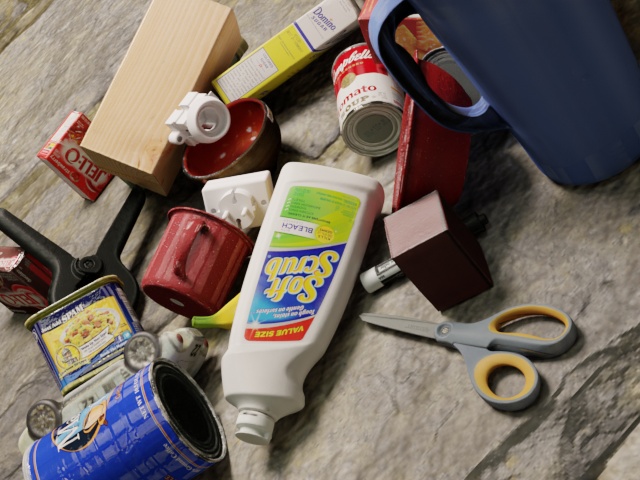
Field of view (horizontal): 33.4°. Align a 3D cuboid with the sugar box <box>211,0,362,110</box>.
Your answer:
[{"bbox_3d":[-0.032,-0.211,1.189,0.176,0.048,0.093,-31,4,12],"label":"sugar box"}]

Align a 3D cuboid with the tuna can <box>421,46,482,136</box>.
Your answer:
[{"bbox_3d":[0.129,-0.138,0.967,0.086,0.086,0.033,4,25,44],"label":"tuna can"}]

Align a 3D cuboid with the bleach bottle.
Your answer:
[{"bbox_3d":[-0.019,0.056,0.922,0.102,0.068,0.250,12,63,5],"label":"bleach bottle"}]

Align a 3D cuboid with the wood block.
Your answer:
[{"bbox_3d":[-0.173,-0.167,1.189,0.091,0.090,0.206,22,79,7],"label":"wood block"}]

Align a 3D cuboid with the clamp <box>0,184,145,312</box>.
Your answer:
[{"bbox_3d":[-0.239,0.028,1.136,0.164,0.036,0.210,-18,60,-20],"label":"clamp"}]

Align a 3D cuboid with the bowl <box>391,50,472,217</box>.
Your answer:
[{"bbox_3d":[0.097,-0.080,0.920,0.055,0.162,0.162,7,50,1],"label":"bowl"}]

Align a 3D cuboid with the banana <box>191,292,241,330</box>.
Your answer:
[{"bbox_3d":[-0.042,0.013,0.999,0.197,0.069,0.037,-58,-5,-28],"label":"banana"}]

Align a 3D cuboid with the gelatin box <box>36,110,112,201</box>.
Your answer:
[{"bbox_3d":[-0.292,-0.103,1.311,0.030,0.089,0.073,16,66,47],"label":"gelatin box"}]

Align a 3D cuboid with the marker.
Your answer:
[{"bbox_3d":[0.089,0.009,0.915,0.121,0.020,0.020,-30,39,17],"label":"marker"}]

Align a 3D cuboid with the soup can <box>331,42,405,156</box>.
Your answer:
[{"bbox_3d":[0.049,-0.139,1.057,0.069,0.068,0.102,-27,40,19],"label":"soup can"}]

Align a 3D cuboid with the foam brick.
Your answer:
[{"bbox_3d":[0.095,0.009,0.862,0.051,0.078,0.053,-30,37,18],"label":"foam brick"}]

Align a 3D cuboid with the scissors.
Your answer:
[{"bbox_3d":[0.101,0.089,0.829,0.202,0.016,0.096,-9,49,37],"label":"scissors"}]

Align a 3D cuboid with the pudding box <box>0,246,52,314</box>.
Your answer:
[{"bbox_3d":[-0.342,0.046,1.210,0.114,0.090,0.039,2,54,44],"label":"pudding box"}]

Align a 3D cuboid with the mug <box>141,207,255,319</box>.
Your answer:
[{"bbox_3d":[-0.121,0.021,1.022,0.093,0.117,0.081,21,68,6],"label":"mug"}]

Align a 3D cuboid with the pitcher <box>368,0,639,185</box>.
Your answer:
[{"bbox_3d":[0.158,-0.148,0.821,0.149,0.242,0.145,-2,52,41],"label":"pitcher"}]

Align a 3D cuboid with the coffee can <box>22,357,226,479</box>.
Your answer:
[{"bbox_3d":[-0.166,0.180,0.910,0.140,0.102,0.103,-34,38,10],"label":"coffee can"}]

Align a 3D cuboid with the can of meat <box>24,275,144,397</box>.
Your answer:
[{"bbox_3d":[-0.223,0.096,1.043,0.102,0.057,0.084,-29,72,-5],"label":"can of meat"}]
